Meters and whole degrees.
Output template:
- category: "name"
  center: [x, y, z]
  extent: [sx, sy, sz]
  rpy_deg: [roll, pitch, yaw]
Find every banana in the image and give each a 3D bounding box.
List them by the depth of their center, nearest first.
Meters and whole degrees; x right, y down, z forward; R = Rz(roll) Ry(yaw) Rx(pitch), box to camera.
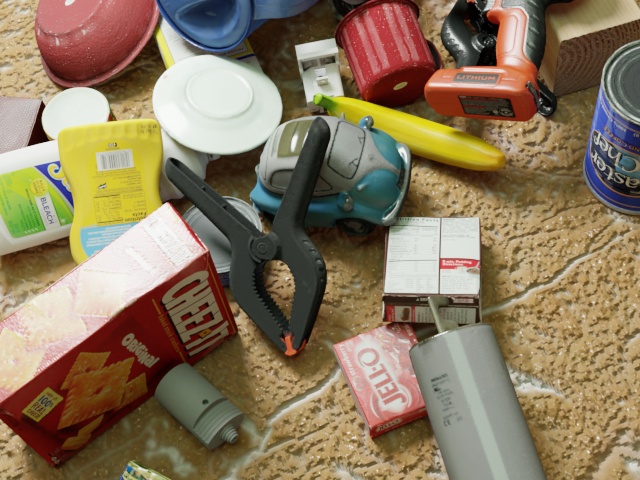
- category: "banana"
  center: [0.089, -0.104, 1.060]
  extent: [0.198, 0.069, 0.037]
  rpy_deg: [18, 105, 10]

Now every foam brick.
- category: "foam brick"
  center: [-0.316, -0.104, 1.114]
  extent: [0.053, 0.051, 0.078]
  rpy_deg: [6, 61, 9]

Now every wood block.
- category: "wood block"
  center: [0.248, -0.264, 1.118]
  extent: [0.091, 0.090, 0.206]
  rpy_deg: [-17, 59, -4]

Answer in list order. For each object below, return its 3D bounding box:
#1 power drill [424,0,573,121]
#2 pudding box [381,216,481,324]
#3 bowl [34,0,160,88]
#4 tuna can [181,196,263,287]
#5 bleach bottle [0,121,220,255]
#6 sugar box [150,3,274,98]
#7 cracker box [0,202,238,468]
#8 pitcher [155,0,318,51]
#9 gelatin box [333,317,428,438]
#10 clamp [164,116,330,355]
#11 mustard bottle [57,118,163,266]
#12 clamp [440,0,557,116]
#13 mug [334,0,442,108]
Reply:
- category: "power drill"
  center: [0.160, -0.211, 1.031]
  extent: [0.185, 0.057, 0.187]
  rpy_deg: [8, 71, 27]
- category: "pudding box"
  center: [0.103, 0.025, 0.981]
  extent: [0.090, 0.039, 0.113]
  rpy_deg: [0, 40, 8]
- category: "bowl"
  center: [-0.255, -0.248, 1.159]
  extent: [0.162, 0.055, 0.162]
  rpy_deg: [-12, 62, 23]
- category: "tuna can"
  center: [-0.097, 0.002, 1.036]
  extent: [0.086, 0.034, 0.086]
  rpy_deg: [-3, 60, 5]
- category: "bleach bottle"
  center: [-0.218, -0.068, 1.058]
  extent: [0.250, 0.102, 0.068]
  rpy_deg: [-19, 16, -6]
- category: "sugar box"
  center: [-0.118, -0.190, 1.145]
  extent: [0.093, 0.048, 0.176]
  rpy_deg: [-19, 63, -7]
- category: "cracker box"
  center: [-0.182, 0.089, 0.921]
  extent: [0.213, 0.164, 0.072]
  rpy_deg: [-36, 64, -14]
- category: "pitcher"
  center: [-0.051, -0.305, 1.126]
  extent: [0.149, 0.145, 0.242]
  rpy_deg: [52, 51, -7]
- category: "gelatin box"
  center: [0.061, 0.121, 0.950]
  extent: [0.073, 0.030, 0.089]
  rpy_deg: [-21, 59, -6]
- category: "clamp"
  center: [-0.056, 0.001, 0.973]
  extent: [0.165, 0.036, 0.210]
  rpy_deg: [-5, 96, 22]
- category: "mustard bottle"
  center: [-0.188, -0.015, 1.004]
  extent: [0.096, 0.058, 0.191]
  rpy_deg: [-8, 94, -16]
- category: "clamp"
  center: [0.180, -0.190, 1.110]
  extent: [0.120, 0.039, 0.171]
  rpy_deg: [9, 55, -14]
- category: "mug"
  center: [0.079, -0.189, 1.102]
  extent: [0.117, 0.093, 0.081]
  rpy_deg: [1, 61, -39]
